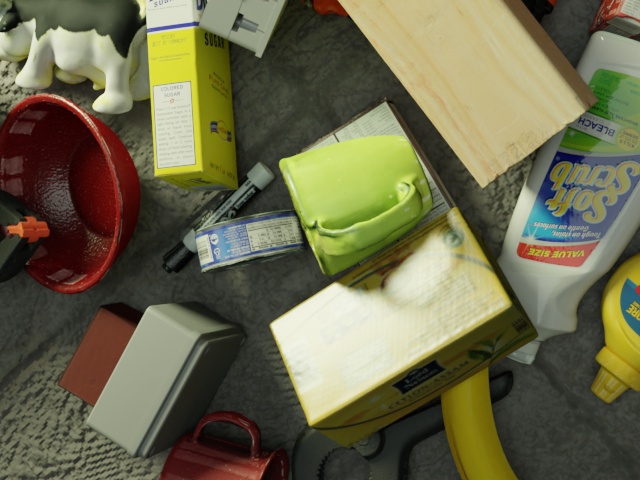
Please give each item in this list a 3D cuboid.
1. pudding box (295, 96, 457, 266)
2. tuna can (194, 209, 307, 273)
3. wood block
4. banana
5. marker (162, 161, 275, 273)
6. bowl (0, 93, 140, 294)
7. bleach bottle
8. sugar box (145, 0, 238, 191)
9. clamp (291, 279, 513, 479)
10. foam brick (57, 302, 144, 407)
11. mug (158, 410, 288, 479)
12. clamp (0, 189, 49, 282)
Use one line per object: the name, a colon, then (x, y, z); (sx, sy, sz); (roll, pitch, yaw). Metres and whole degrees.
pudding box: (0.045, -0.043, 0.848); (0.090, 0.039, 0.113); (-31, 86, 9)
tuna can: (-0.056, 0.001, 0.844); (0.086, 0.086, 0.034); (-13, 86, 11)
wood block: (0.094, -0.149, 0.750); (0.090, 0.090, 0.206); (-38, 87, 22)
banana: (0.131, 0.153, 0.809); (0.069, 0.037, 0.198); (-28, 93, -21)
marker: (-0.086, -0.017, 0.884); (0.121, 0.020, 0.020); (-44, 83, 8)
bowl: (-0.197, -0.040, 0.869); (0.162, 0.055, 0.162); (10, 106, 37)
bleach bottle: (0.202, -0.023, 0.805); (0.103, 0.068, 0.251); (23, 97, 16)
sugar box: (-0.100, -0.131, 0.840); (0.048, 0.093, 0.176); (-3, 84, 12)
clamp: (0.030, 0.147, 0.853); (0.164, 0.036, 0.210); (35, 93, 11)
foam brick: (-0.171, 0.096, 0.885); (0.051, 0.053, 0.078); (31, 96, 9)
mug: (-0.078, 0.189, 0.846); (0.081, 0.093, 0.117); (13, 110, 15)
clamp: (-0.296, -0.010, 0.895); (0.172, 0.039, 0.120); (-17, 89, 33)
